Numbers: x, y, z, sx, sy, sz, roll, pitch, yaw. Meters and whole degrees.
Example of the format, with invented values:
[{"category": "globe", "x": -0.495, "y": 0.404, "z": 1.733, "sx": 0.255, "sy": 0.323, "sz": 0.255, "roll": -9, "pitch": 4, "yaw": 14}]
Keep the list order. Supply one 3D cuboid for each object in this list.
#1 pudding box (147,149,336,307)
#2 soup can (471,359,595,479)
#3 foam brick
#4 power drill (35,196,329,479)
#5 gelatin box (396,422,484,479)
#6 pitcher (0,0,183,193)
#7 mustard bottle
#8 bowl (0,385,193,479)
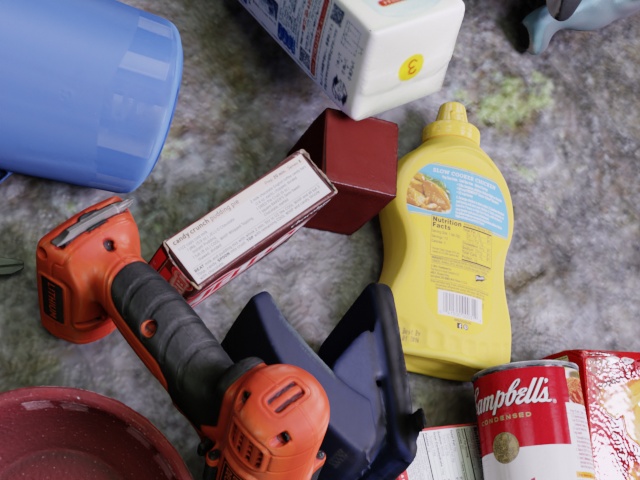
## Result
[{"category": "pudding box", "x": -0.054, "y": 0.001, "z": 0.642, "sx": 0.113, "sy": 0.090, "sz": 0.039, "roll": -38, "pitch": 89, "yaw": -29}, {"category": "soup can", "x": 0.133, "y": 0.132, "z": 0.663, "sx": 0.068, "sy": 0.069, "sz": 0.102, "roll": 5, "pitch": 67, "yaw": -22}, {"category": "foam brick", "x": 0.012, "y": -0.043, "z": 0.693, "sx": 0.051, "sy": 0.078, "sz": 0.053, "roll": 11, "pitch": 68, "yaw": -18}, {"category": "power drill", "x": -0.077, "y": 0.080, "z": 0.581, "sx": 0.188, "sy": 0.185, "sz": 0.057, "roll": 43, "pitch": 55, "yaw": 18}, {"category": "gelatin box", "x": 0.069, "y": 0.154, "z": 0.662, "sx": 0.089, "sy": 0.030, "sz": 0.073, "roll": 4, "pitch": 70, "yaw": -44}, {"category": "pitcher", "x": -0.210, "y": -0.094, "z": 0.598, "sx": 0.242, "sy": 0.149, "sz": 0.145, "roll": 14, "pitch": 52, "yaw": -22}, {"category": "mustard bottle", "x": 0.084, "y": -0.006, "z": 0.721, "sx": 0.096, "sy": 0.058, "sz": 0.191, "roll": 14, "pitch": 68, "yaw": -20}, {"category": "bowl", "x": -0.141, "y": 0.156, "z": 0.556, "sx": 0.162, "sy": 0.055, "sz": 0.162, "roll": 1, "pitch": 84, "yaw": -7}]
